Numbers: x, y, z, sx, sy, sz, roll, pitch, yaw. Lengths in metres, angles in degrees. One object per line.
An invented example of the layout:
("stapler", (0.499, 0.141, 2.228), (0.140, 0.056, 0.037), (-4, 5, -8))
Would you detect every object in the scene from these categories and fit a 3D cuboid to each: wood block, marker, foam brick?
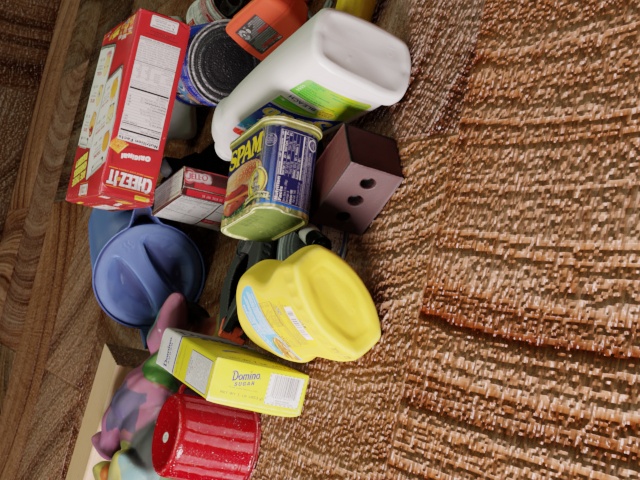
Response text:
("wood block", (-0.236, 0.239, 1.275), (0.091, 0.090, 0.206), (29, 103, 66))
("marker", (-0.016, -0.013, 0.939), (0.020, 0.020, 0.121), (-69, 25, 13))
("foam brick", (0.027, -0.051, 0.913), (0.078, 0.053, 0.051), (-55, 31, 39))

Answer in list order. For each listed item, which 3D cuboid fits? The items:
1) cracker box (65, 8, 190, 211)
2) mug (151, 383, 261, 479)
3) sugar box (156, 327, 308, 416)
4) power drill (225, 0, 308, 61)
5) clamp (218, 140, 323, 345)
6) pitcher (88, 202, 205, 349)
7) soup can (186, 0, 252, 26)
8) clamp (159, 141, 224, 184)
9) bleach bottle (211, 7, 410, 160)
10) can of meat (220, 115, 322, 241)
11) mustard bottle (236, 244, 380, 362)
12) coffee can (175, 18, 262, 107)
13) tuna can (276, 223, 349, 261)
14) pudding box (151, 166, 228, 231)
("cracker box", (-0.224, -0.145, 1.241), (0.164, 0.072, 0.213), (-1, 76, 64))
("mug", (-0.115, 0.186, 1.048), (0.093, 0.081, 0.117), (-51, 33, 42))
("sugar box", (-0.088, 0.122, 1.013), (0.176, 0.093, 0.048), (17, 91, 66))
("power drill", (-0.008, -0.275, 1.054), (0.187, 0.057, 0.185), (-59, 16, -27))
("clamp", (-0.057, 0.001, 1.060), (0.165, 0.036, 0.210), (-42, 29, 51))
("pitcher", (-0.233, 0.022, 1.367), (0.149, 0.145, 0.243), (-50, 23, 3))
("soup can", (-0.126, -0.297, 1.376), (0.102, 0.068, 0.068), (-19, 59, 63))
("clamp", (-0.159, -0.085, 1.288), (0.039, 0.120, 0.172), (65, 149, 9))
("bleach bottle", (-0.027, -0.126, 1.000), (0.251, 0.102, 0.068), (-28, 46, 56))
("can of meat", (-0.045, -0.050, 0.932), (0.102, 0.057, 0.084), (-26, 54, 59))
("mustard bottle", (-0.025, 0.060, 0.921), (0.058, 0.096, 0.192), (-40, 10, -25))
("coffee can", (-0.131, -0.213, 1.293), (0.140, 0.102, 0.103), (18, 93, 66))
("tuna can", (-0.008, 0.002, 0.982), (0.086, 0.033, 0.086), (-44, 38, 49))
("pudding box", (-0.134, -0.047, 1.217), (0.114, 0.089, 0.039), (-26, 54, 60))
